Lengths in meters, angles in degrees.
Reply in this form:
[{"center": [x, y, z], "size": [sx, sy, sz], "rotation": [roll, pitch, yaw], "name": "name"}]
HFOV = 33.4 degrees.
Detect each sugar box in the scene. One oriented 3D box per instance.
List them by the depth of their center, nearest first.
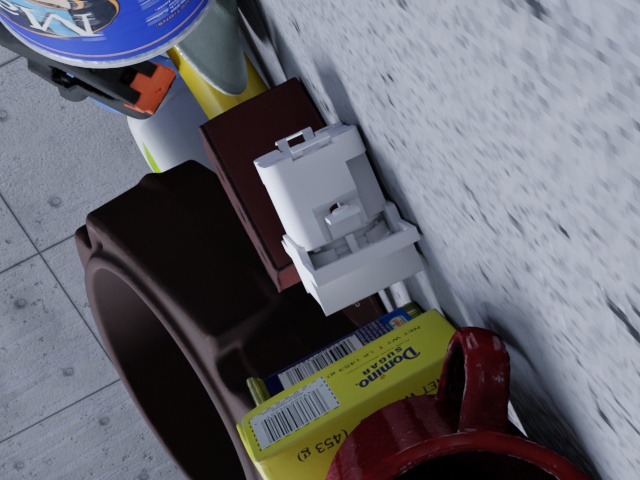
[{"center": [0.046, 0.126, 0.436], "size": [0.176, 0.093, 0.048], "rotation": [63, 176, -19], "name": "sugar box"}]

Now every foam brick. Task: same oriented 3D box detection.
[{"center": [-0.015, -0.025, 0.492], "size": [0.078, 0.051, 0.053], "rotation": [62, 175, 11], "name": "foam brick"}]

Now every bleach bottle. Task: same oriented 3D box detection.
[{"center": [-0.055, 0.001, 0.757], "size": [0.251, 0.068, 0.102], "rotation": [58, 174, 32], "name": "bleach bottle"}]

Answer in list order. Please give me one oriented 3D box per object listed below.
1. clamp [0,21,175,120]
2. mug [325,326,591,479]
[{"center": [-0.152, -0.108, 0.647], "size": [0.210, 0.036, 0.164], "rotation": [25, 175, 36], "name": "clamp"}, {"center": [0.043, 0.086, 0.346], "size": [0.081, 0.093, 0.117], "rotation": [-116, 30, -85], "name": "mug"}]
